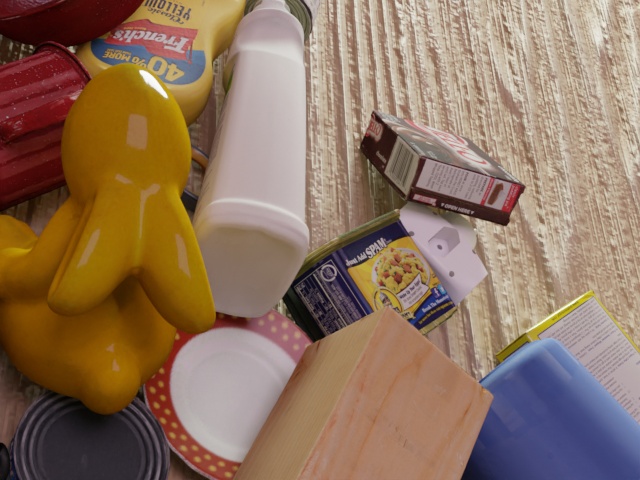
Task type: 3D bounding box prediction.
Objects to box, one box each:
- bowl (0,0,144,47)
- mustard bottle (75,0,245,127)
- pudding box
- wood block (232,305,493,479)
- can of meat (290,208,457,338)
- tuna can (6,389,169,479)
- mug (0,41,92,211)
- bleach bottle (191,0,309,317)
[{"bbox_3d":[-0.170,-0.183,0.737,0.162,0.055,0.162,-14,44,14],"label":"bowl"},{"bbox_3d":[-0.121,-0.125,0.753,0.096,0.058,0.191,19,50,-4],"label":"mustard bottle"},{"bbox_3d":[0.089,-0.056,0.806,0.090,0.039,0.113,13,22,-21],"label":"pudding box"},{"bbox_3d":[0.004,0.150,0.581,0.090,0.091,0.205,40,52,-12],"label":"wood block"},{"bbox_3d":[0.036,0.036,0.717,0.101,0.058,0.084,-25,79,-49],"label":"can of meat"},{"bbox_3d":[-0.128,0.122,0.585,0.086,0.034,0.086,15,51,-20],"label":"tuna can"},{"bbox_3d":[-0.179,-0.067,0.644,0.081,0.117,0.093,-28,103,-35],"label":"mug"},{"bbox_3d":[-0.041,-0.077,0.711,0.068,0.103,0.250,14,51,-12],"label":"bleach bottle"}]
